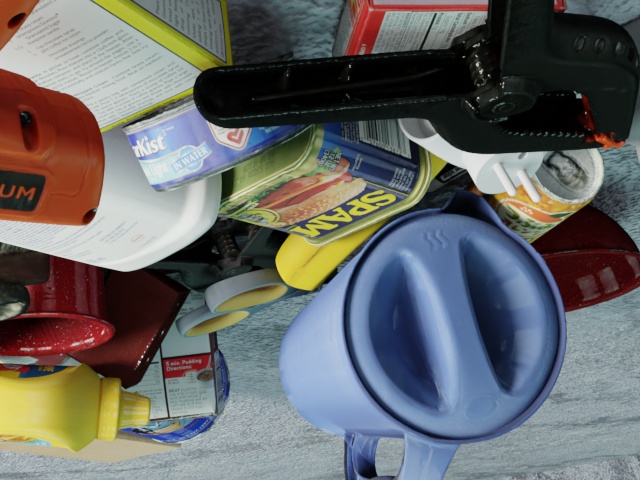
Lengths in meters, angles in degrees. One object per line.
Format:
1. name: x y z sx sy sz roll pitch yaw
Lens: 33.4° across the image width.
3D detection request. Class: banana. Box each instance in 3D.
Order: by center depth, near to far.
1. banana: 0.017 -0.014 0.657 0.069 0.037 0.198 -39 176 -36

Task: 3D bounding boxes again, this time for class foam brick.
1. foam brick: -0.133 0.055 0.741 0.051 0.078 0.053 29 180 4

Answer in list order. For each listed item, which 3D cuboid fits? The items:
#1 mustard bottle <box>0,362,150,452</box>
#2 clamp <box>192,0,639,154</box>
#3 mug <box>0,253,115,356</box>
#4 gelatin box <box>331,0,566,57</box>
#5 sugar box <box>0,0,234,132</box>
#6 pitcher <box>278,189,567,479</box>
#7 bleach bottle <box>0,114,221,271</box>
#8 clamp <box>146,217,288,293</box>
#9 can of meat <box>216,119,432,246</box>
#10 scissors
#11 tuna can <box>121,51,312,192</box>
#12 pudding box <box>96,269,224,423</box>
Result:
1. mustard bottle: -0.205 0.104 0.683 0.191 0.058 0.096 6 170 -12
2. clamp: 0.062 -0.068 0.450 0.165 0.036 0.209 -22 157 32
3. mug: -0.173 0.024 0.666 0.093 0.081 0.117 -9 161 6
4. gelatin box: 0.055 -0.096 0.478 0.089 0.030 0.073 -3 159 -11
5. sugar box: -0.120 -0.096 0.396 0.093 0.048 0.176 -18 154 25
6. pitcher: 0.045 0.079 0.695 0.149 0.145 0.243 -32 177 -19
7. bleach bottle: -0.174 -0.044 0.503 0.250 0.068 0.103 15 150 -42
8. clamp: -0.055 0.001 0.707 0.120 0.039 0.171 -16 166 14
9. can of meat: -0.006 -0.042 0.573 0.083 0.057 0.102 15 152 -42
10. scissors: -0.028 0.041 0.782 0.096 0.016 0.201 -31 165 27
11. tuna can: -0.045 -0.054 0.491 0.086 0.034 0.086 -23 -168 5
12. pudding box: -0.122 0.078 0.789 0.090 0.113 0.039 -6 179 0
